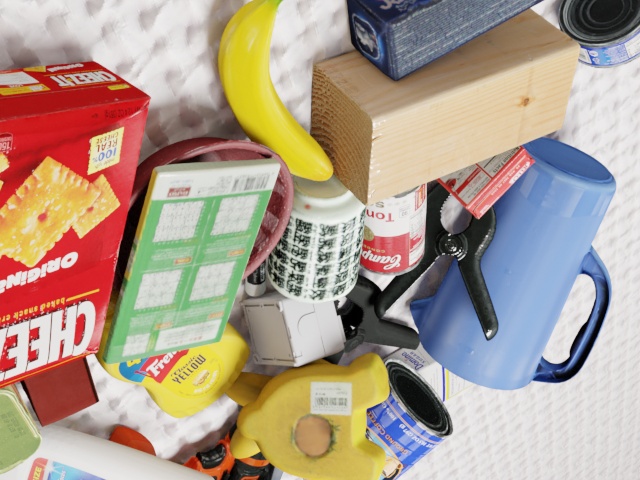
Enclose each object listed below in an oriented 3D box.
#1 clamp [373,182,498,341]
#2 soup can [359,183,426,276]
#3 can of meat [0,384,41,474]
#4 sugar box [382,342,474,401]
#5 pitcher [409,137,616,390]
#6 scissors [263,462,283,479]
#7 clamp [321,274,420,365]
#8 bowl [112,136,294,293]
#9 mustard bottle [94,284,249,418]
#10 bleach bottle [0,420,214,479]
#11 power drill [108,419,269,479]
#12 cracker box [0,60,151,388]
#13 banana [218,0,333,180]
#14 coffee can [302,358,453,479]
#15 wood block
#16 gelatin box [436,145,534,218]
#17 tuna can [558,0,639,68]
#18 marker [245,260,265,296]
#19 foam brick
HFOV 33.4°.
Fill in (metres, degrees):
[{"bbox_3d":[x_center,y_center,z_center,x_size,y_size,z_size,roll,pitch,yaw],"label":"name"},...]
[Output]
[{"bbox_3d":[0.114,0.009,1.027,0.120,0.039,0.171,3,89,-3],"label":"clamp"},{"bbox_3d":[0.061,-0.026,0.962,0.068,0.069,0.102,-26,140,-20],"label":"soup can"},{"bbox_3d":[-0.260,0.119,0.814,0.057,0.084,0.102,-29,142,-15],"label":"can of meat"},{"bbox_3d":[0.150,0.137,1.228,0.176,0.048,0.093,-25,140,-15],"label":"sugar box"},{"bbox_3d":[0.211,0.026,1.086,0.149,0.145,0.243,5,120,-31],"label":"pitcher"},{"bbox_3d":[-0.045,0.248,1.088,0.016,0.202,0.096,23,92,-7],"label":"scissors"},{"bbox_3d":[0.034,0.090,1.083,0.164,0.036,0.210,-27,144,-18],"label":"clamp"},{"bbox_3d":[-0.102,-0.024,0.831,0.161,0.055,0.162,-24,140,-22],"label":"bowl"},{"bbox_3d":[-0.139,0.081,0.904,0.096,0.058,0.191,-42,143,-1],"label":"mustard bottle"},{"bbox_3d":[-0.215,0.214,0.919,0.250,0.068,0.103,26,107,-27],"label":"bleach bottle"},{"bbox_3d":[-0.126,0.219,1.057,0.187,0.057,0.185,6,120,-43],"label":"power drill"},{"bbox_3d":[-0.209,-0.003,0.703,0.163,0.072,0.214,-18,133,-49],"label":"cracker box"},{"bbox_3d":[-0.037,-0.108,0.803,0.070,0.037,0.198,0,143,10],"label":"banana"},{"bbox_3d":[0.054,0.207,1.126,0.140,0.103,0.102,-44,144,19],"label":"coffee can"},{"bbox_3d":[0.102,-0.118,0.888,0.205,0.090,0.091,-22,138,-23],"label":"wood block"},{"bbox_3d":[0.137,-0.074,0.963,0.073,0.089,0.030,-47,143,8],"label":"gelatin box"},{"bbox_3d":[0.256,-0.197,0.945,0.086,0.086,0.033,-42,142,2],"label":"tuna can"},{"bbox_3d":[-0.056,0.001,0.928,0.020,0.020,0.121,-21,139,-24],"label":"marker"},{"bbox_3d":[-0.218,0.101,0.860,0.051,0.053,0.078,-25,140,-20],"label":"foam brick"}]
